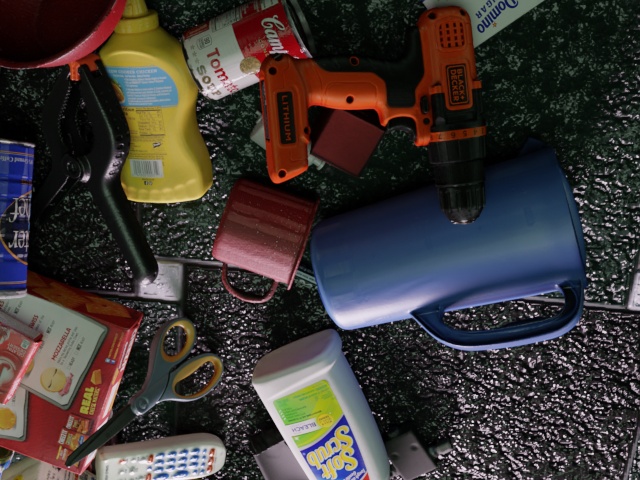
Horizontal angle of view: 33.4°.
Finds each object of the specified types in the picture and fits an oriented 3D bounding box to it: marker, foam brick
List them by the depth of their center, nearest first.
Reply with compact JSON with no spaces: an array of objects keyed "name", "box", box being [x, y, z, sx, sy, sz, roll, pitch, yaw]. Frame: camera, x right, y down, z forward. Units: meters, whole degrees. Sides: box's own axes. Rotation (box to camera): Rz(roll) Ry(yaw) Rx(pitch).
[{"name":"foam brick","box":[0.025,-0.100,0.967,0.053,0.078,0.051,25,112,-10]},{"name":"marker","box":[-0.021,0.032,1.067,0.121,0.020,0.020,24,115,-9]}]

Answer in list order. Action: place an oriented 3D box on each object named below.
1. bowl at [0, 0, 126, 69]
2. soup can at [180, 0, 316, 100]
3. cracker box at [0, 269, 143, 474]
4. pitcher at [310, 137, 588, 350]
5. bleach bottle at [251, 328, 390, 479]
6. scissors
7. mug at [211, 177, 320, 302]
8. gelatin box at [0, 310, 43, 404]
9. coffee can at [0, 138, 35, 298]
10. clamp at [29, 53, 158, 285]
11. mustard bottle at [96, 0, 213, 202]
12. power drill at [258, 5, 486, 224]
[{"name":"bowl","box":[-0.221,-0.208,0.909,0.162,0.162,0.055,-23,155,13]},{"name":"soup can","box":[-0.063,-0.172,0.940,0.102,0.068,0.068,-21,114,13]},{"name":"cracker box","box":[-0.306,0.116,1.068,0.213,0.072,0.164,20,102,1]},{"name":"pitcher","box":[0.121,0.015,0.987,0.243,0.149,0.145,-15,115,13]},{"name":"bleach bottle","box":[0.028,0.220,1.120,0.103,0.068,0.251,-23,108,19]},{"name":"scissors","box":[-0.179,0.141,1.058,0.016,0.201,0.096,-10,97,47]},{"name":"mug","box":[-0.057,0.001,1.012,0.081,0.093,0.117,19,100,-2]},{"name":"gelatin box","box":[-0.319,0.103,1.014,0.089,0.030,0.073,30,102,0]},{"name":"coffee can","box":[-0.315,-0.022,0.966,0.103,0.103,0.140,4,91,1]},{"name":"clamp","box":[-0.223,-0.070,0.984,0.165,0.036,0.210,14,119,29]},{"name":"mustard bottle","box":[-0.157,-0.131,0.969,0.096,0.058,0.191,4,118,19]},{"name":"power drill","box":[0.047,-0.096,0.896,0.187,0.057,0.184,-8,96,-9]}]
